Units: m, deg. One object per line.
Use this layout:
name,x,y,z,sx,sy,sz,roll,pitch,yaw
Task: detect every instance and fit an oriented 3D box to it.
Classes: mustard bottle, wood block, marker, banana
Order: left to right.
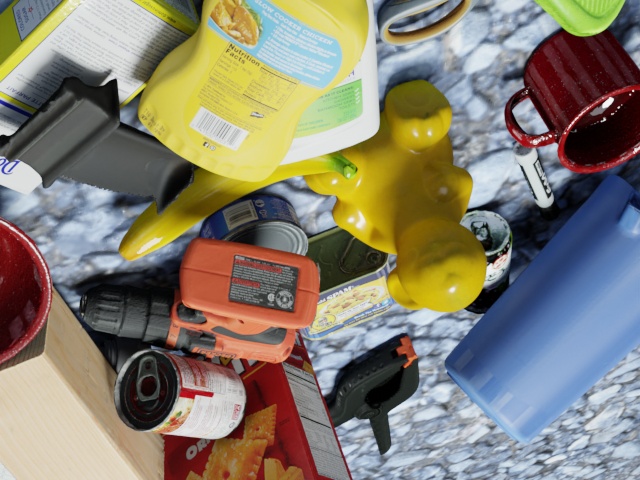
wood block,-0.215,0.148,0.890,0.091,0.090,0.206,-21,127,7
banana,-0.065,-0.042,0.797,0.198,0.069,0.037,-21,118,19
mustard bottle,-0.027,-0.119,0.625,0.096,0.058,0.192,28,133,-15
marker,0.196,-0.052,0.962,0.020,0.020,0.121,-28,144,8

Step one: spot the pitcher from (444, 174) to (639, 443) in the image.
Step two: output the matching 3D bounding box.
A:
pitcher,0.237,0.071,0.992,0.243,0.145,0.149,-45,106,2

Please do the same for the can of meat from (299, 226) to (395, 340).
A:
can of meat,0.015,0.038,0.951,0.102,0.057,0.084,-22,146,-1

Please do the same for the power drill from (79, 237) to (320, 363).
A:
power drill,-0.091,0.050,0.842,0.184,0.057,0.188,9,163,-16

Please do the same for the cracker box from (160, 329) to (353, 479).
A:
cracker box,-0.071,0.192,0.971,0.164,0.214,0.072,-36,141,19

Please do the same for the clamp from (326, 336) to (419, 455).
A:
clamp,0.055,0.180,1.175,0.164,0.036,0.210,10,133,-37

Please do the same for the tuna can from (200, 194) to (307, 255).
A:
tuna can,-0.056,0.001,0.885,0.086,0.034,0.086,-14,144,-11

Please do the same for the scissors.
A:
scissors,0.119,-0.197,0.717,0.202,0.016,0.096,-28,140,19

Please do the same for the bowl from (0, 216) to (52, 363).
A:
bowl,-0.275,0.023,0.762,0.162,0.055,0.162,-9,129,-11

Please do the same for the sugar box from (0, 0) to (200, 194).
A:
sugar box,-0.168,-0.107,0.674,0.176,0.048,0.093,-35,146,22

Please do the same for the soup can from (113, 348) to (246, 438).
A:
soup can,-0.117,0.133,0.911,0.069,0.068,0.102,-36,151,19

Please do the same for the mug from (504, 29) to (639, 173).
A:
mug,0.200,-0.109,0.835,0.117,0.081,0.093,-22,145,0
